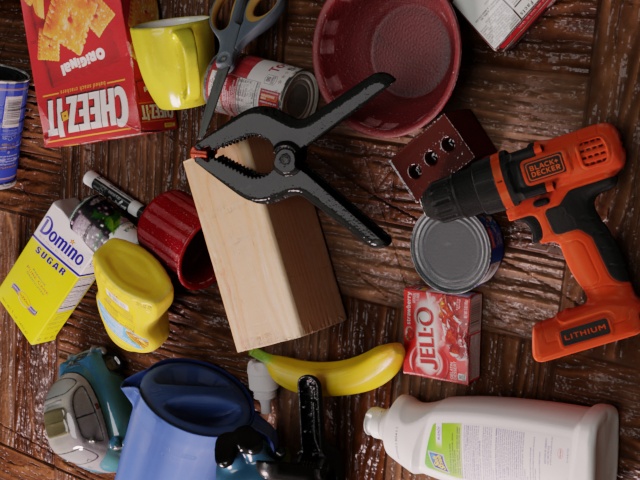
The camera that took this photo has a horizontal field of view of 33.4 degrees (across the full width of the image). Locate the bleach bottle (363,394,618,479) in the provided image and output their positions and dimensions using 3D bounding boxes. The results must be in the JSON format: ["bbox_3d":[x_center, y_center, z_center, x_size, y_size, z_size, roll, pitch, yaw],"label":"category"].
[{"bbox_3d":[0.153,0.187,1.019,0.251,0.067,0.102,6,101,36],"label":"bleach bottle"}]

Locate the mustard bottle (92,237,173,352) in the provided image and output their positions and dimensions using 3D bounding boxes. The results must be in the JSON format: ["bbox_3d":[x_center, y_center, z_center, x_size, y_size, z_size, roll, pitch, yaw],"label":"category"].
[{"bbox_3d":[-0.214,0.078,1.218,0.096,0.058,0.192,37,151,12],"label":"mustard bottle"}]

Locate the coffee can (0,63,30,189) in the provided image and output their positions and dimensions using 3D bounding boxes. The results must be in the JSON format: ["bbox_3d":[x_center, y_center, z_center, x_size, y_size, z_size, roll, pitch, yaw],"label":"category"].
[{"bbox_3d":[-0.424,-0.146,1.336,0.103,0.102,0.140,24,111,29],"label":"coffee can"}]

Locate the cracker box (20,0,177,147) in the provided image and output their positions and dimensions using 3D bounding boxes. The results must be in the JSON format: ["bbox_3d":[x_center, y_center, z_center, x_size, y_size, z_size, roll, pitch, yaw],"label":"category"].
[{"bbox_3d":[-0.261,-0.222,1.228,0.164,0.071,0.214,-4,96,36],"label":"cracker box"}]

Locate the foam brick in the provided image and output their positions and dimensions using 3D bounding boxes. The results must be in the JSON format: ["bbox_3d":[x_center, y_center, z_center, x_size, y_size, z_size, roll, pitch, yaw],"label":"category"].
[{"bbox_3d":[0.116,-0.079,1.004,0.078,0.051,0.053,-40,75,32],"label":"foam brick"}]

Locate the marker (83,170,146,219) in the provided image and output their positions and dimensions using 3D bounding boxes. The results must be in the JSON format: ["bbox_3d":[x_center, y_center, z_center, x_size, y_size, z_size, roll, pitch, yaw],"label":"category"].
[{"bbox_3d":[-0.236,-0.049,1.273,0.121,0.020,0.020,32,114,26],"label":"marker"}]

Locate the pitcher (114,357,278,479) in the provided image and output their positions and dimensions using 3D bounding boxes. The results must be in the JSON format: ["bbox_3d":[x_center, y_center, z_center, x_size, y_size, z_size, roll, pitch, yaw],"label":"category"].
[{"bbox_3d":[-0.162,0.269,1.221,0.149,0.144,0.243,42,123,36],"label":"pitcher"}]

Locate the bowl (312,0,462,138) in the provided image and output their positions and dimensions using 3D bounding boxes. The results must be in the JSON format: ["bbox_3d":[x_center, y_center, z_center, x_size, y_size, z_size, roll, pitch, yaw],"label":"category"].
[{"bbox_3d":[0.073,-0.180,1.014,0.162,0.055,0.162,7,102,34],"label":"bowl"}]

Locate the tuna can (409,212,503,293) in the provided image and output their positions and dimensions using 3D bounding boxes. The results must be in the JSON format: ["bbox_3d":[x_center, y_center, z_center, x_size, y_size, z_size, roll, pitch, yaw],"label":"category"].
[{"bbox_3d":[0.131,0.006,1.019,0.086,0.033,0.086,7,102,34],"label":"tuna can"}]

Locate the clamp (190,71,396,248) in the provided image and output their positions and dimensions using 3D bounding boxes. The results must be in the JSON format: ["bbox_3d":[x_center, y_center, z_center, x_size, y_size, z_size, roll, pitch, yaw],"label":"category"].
[{"bbox_3d":[-0.022,-0.089,1.019,0.210,0.036,0.164,12,104,17],"label":"clamp"}]

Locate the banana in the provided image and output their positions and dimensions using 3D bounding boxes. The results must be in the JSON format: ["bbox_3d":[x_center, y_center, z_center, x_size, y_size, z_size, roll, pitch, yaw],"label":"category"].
[{"bbox_3d":[0.015,0.135,1.106,0.198,0.069,0.037,-7,53,37],"label":"banana"}]

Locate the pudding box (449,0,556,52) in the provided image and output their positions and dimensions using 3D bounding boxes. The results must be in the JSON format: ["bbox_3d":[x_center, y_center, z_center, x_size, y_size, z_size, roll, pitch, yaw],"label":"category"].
[{"bbox_3d":[0.158,-0.239,0.956,0.113,0.039,0.090,51,121,15],"label":"pudding box"}]

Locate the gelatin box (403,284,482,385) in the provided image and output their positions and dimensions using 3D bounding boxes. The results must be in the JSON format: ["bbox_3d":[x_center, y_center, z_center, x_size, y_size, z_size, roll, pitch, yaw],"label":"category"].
[{"bbox_3d":[0.118,0.092,1.044,0.073,0.030,0.089,7,102,34],"label":"gelatin box"}]

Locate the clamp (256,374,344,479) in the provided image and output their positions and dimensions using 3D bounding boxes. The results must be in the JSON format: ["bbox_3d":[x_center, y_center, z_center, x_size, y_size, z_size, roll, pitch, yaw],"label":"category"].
[{"bbox_3d":[-0.016,0.236,1.101,0.039,0.120,0.171,8,130,35],"label":"clamp"}]

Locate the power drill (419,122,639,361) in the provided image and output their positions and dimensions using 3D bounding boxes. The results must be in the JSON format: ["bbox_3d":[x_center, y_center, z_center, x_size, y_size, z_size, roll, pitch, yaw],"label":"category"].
[{"bbox_3d":[0.196,0.007,0.940,0.185,0.057,0.187,-18,90,21],"label":"power drill"}]

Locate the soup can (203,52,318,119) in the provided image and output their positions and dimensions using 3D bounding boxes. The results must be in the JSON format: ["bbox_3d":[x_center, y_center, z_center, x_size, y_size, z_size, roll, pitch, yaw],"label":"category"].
[{"bbox_3d":[-0.061,-0.154,1.104,0.102,0.068,0.068,19,109,30],"label":"soup can"}]

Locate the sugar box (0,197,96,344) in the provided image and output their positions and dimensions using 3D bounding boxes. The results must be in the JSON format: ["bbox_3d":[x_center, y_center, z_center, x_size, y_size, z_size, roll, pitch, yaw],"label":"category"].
[{"bbox_3d":[-0.335,0.039,1.341,0.093,0.048,0.176,49,122,18],"label":"sugar box"}]

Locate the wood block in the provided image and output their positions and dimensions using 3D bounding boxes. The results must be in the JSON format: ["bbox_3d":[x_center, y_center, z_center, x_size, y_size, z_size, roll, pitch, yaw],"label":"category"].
[{"bbox_3d":[-0.057,0.001,1.114,0.090,0.090,0.206,-17,88,34],"label":"wood block"}]

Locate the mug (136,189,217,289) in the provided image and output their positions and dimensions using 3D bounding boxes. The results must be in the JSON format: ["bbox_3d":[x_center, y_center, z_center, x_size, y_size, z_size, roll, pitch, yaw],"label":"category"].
[{"bbox_3d":[-0.146,0.003,1.187,0.082,0.093,0.117,32,151,32],"label":"mug"}]

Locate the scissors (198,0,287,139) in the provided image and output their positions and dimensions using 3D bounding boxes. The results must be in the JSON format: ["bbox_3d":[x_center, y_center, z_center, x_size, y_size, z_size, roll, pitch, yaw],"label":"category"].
[{"bbox_3d":[-0.078,-0.192,1.078,0.096,0.016,0.201,-16,52,19],"label":"scissors"}]
